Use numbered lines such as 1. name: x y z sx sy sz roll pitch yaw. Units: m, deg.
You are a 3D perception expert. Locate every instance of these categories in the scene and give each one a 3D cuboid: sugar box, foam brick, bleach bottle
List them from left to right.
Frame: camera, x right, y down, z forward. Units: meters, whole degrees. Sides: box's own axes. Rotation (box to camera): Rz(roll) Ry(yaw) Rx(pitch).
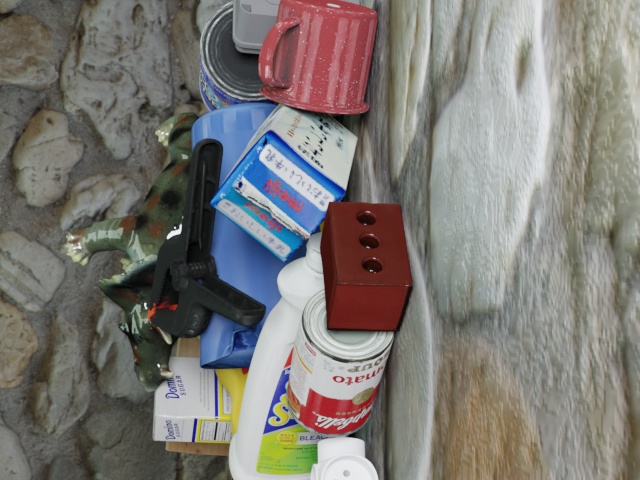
1. sugar box: -0.088 0.171 1.137 0.093 0.176 0.048 -97 11 -53
2. bleach bottle: -0.017 0.101 0.879 0.068 0.102 0.251 -103 16 -52
3. foam brick: 0.030 0.017 0.731 0.051 0.053 0.078 99 169 -46

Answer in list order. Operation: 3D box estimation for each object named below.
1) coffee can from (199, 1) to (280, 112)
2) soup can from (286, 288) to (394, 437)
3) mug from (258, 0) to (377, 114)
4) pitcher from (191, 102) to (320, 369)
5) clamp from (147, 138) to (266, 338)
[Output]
1. coffee can: -0.073 -0.178 1.097 0.140 0.102 0.103 140 132 -82
2. soup can: 0.014 0.088 0.780 0.102 0.068 0.068 101 169 -49
3. mug: -0.007 -0.153 0.868 0.093 0.117 0.081 25 114 37
4. pitcher: -0.057 0.001 1.022 0.149 0.144 0.243 -25 68 57
5. clamp: -0.111 0.017 0.934 0.210 0.036 0.164 -36 62 58
